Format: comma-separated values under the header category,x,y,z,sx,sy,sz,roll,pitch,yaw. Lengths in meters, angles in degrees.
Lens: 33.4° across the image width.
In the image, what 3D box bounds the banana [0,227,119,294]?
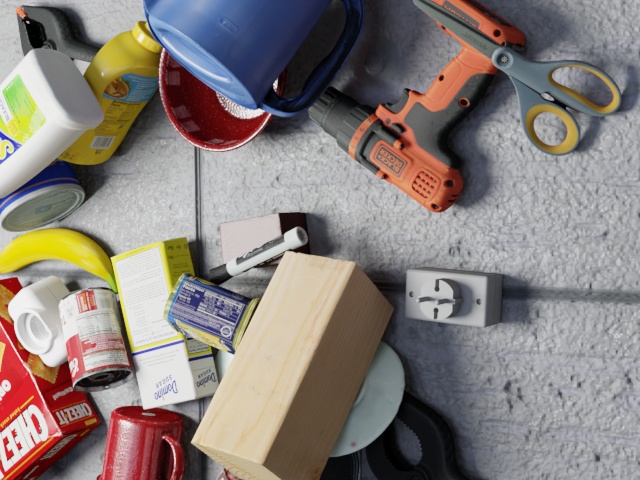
category,x,y,z,sx,sy,sz,roll,pitch,yaw
banana,-0.320,0.018,1.276,0.198,0.037,0.069,9,97,31

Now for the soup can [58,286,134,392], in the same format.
category,x,y,z,sx,sy,sz,roll,pitch,yaw
soup can,-0.253,0.111,1.203,0.069,0.068,0.102,-30,64,29

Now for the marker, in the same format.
category,x,y,z,sx,sy,sz,roll,pitch,yaw
marker,-0.065,0.017,1.065,0.121,0.020,0.020,-25,80,30

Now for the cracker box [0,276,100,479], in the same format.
category,x,y,z,sx,sy,sz,roll,pitch,yaw
cracker box,-0.385,0.178,1.298,0.164,0.072,0.214,-41,74,30

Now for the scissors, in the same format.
category,x,y,z,sx,sy,sz,roll,pitch,yaw
scissors,0.160,-0.139,0.931,0.202,0.016,0.096,19,114,0

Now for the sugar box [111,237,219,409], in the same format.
category,x,y,z,sx,sy,sz,roll,pitch,yaw
sugar box,-0.171,0.092,1.179,0.094,0.048,0.176,-17,86,41

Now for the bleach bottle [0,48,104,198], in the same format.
category,x,y,z,sx,sy,sz,roll,pitch,yaw
bleach bottle,-0.345,-0.092,1.153,0.251,0.068,0.102,-40,73,27

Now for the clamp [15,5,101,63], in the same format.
category,x,y,z,sx,sy,sz,roll,pitch,yaw
clamp,-0.300,-0.222,1.250,0.120,0.039,0.171,-39,73,26

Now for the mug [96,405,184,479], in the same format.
category,x,y,z,sx,sy,sz,roll,pitch,yaw
mug,-0.189,0.233,1.173,0.117,0.093,0.081,12,94,49

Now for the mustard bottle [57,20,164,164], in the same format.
category,x,y,z,sx,sy,sz,roll,pitch,yaw
mustard bottle,-0.222,-0.170,1.170,0.058,0.096,0.192,50,116,20

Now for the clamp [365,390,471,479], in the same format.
category,x,y,z,sx,sy,sz,roll,pitch,yaw
clamp,0.095,0.238,1.030,0.165,0.036,0.210,-43,69,26

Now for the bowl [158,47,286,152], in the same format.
category,x,y,z,sx,sy,sz,roll,pitch,yaw
bowl,-0.091,-0.172,1.113,0.162,0.055,0.162,2,94,32

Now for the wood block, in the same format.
category,x,y,z,sx,sy,sz,roll,pitch,yaw
wood block,-0.023,0.124,1.005,0.090,0.090,0.206,8,63,37

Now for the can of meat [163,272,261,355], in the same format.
category,x,y,z,sx,sy,sz,roll,pitch,yaw
can of meat,-0.107,0.078,1.087,0.084,0.102,0.057,21,76,7

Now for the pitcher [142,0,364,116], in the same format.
category,x,y,z,sx,sy,sz,roll,pitch,yaw
pitcher,-0.034,-0.245,0.998,0.145,0.149,0.243,33,82,38

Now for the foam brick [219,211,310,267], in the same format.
category,x,y,z,sx,sy,sz,roll,pitch,yaw
foam brick,-0.057,0.001,1.104,0.078,0.052,0.051,-9,88,31

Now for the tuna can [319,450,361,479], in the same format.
category,x,y,z,sx,sy,sz,roll,pitch,yaw
tuna can,0.005,0.233,1.058,0.034,0.086,0.086,5,95,33

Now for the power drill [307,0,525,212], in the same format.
category,x,y,z,sx,sy,sz,roll,pitch,yaw
power drill,0.090,-0.146,1.004,0.184,0.057,0.188,38,114,20

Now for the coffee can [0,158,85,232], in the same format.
category,x,y,z,sx,sy,sz,roll,pitch,yaw
coffee can,-0.350,-0.095,1.250,0.103,0.102,0.140,-34,75,29
